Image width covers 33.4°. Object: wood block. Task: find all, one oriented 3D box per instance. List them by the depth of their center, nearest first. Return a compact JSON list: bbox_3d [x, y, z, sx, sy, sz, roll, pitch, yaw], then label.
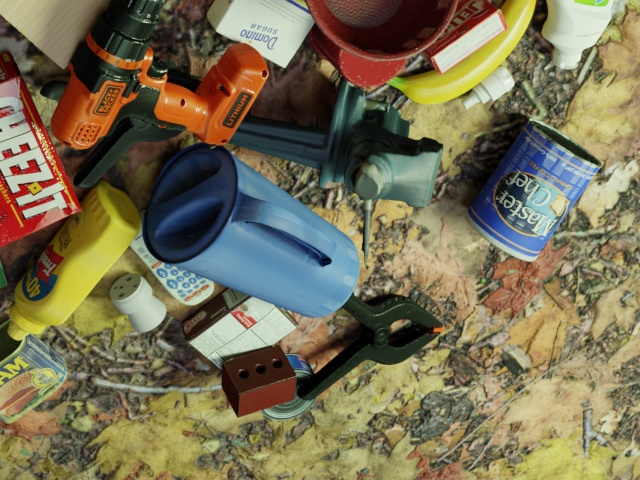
[{"bbox_3d":[-0.195,-0.267,0.955,0.206,0.090,0.090,-42,128,7],"label":"wood block"}]

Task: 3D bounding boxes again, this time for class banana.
[{"bbox_3d":[0.167,-0.207,1.183,0.198,0.037,0.069,-34,130,2],"label":"banana"}]

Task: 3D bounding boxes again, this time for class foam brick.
[{"bbox_3d":[-0.074,0.169,1.284,0.078,0.053,0.051,-16,140,-22],"label":"foam brick"}]

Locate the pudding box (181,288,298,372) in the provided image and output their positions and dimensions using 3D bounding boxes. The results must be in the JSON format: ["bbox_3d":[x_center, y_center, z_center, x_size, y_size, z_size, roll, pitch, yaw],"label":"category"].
[{"bbox_3d":[-0.096,0.103,1.284,0.113,0.039,0.090,-36,132,7],"label":"pudding box"}]

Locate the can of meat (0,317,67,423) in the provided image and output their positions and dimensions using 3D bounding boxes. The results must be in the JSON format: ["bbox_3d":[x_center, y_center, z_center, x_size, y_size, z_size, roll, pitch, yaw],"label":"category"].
[{"bbox_3d":[-0.348,0.148,1.196,0.102,0.057,0.084,-35,132,4],"label":"can of meat"}]

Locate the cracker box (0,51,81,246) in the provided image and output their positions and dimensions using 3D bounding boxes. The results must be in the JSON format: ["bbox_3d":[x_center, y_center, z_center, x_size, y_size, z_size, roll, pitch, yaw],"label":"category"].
[{"bbox_3d":[-0.360,-0.060,1.020,0.213,0.072,0.164,-25,129,-10],"label":"cracker box"}]

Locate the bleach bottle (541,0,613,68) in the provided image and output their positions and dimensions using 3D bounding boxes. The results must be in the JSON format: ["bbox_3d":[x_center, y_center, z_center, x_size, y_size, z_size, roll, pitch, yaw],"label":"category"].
[{"bbox_3d":[0.278,-0.303,1.150,0.102,0.068,0.251,-10,128,-17],"label":"bleach bottle"}]

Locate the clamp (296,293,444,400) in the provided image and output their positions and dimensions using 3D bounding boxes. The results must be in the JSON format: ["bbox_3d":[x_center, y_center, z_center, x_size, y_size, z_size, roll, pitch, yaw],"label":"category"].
[{"bbox_3d":[0.062,0.126,1.355,0.209,0.036,0.165,5,107,-32],"label":"clamp"}]

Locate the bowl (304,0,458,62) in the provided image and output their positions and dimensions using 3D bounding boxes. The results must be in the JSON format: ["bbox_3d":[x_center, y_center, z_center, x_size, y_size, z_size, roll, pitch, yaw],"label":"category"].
[{"bbox_3d":[0.050,-0.249,1.012,0.162,0.055,0.162,-2,95,-18],"label":"bowl"}]

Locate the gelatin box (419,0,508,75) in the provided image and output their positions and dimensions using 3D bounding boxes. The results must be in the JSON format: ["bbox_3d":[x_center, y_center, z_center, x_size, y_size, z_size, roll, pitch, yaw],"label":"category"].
[{"bbox_3d":[0.144,-0.225,1.137,0.089,0.073,0.030,-35,129,3],"label":"gelatin box"}]

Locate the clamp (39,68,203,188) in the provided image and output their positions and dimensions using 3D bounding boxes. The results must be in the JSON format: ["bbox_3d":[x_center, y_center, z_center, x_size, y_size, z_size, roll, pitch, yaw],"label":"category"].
[{"bbox_3d":[-0.195,-0.136,1.078,0.171,0.039,0.120,-30,134,-9],"label":"clamp"}]

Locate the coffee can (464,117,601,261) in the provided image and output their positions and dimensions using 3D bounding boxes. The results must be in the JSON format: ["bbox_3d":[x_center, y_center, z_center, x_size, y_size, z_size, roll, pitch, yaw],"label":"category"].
[{"bbox_3d":[0.253,-0.060,1.278,0.102,0.103,0.140,19,113,-32],"label":"coffee can"}]

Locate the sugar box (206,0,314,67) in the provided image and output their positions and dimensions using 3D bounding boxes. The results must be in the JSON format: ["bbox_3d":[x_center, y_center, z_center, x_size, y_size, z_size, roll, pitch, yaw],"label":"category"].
[{"bbox_3d":[-0.028,-0.268,1.054,0.093,0.048,0.176,24,114,-36],"label":"sugar box"}]

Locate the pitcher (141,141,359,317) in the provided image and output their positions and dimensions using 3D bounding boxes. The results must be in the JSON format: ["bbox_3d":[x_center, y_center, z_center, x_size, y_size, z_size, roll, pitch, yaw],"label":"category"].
[{"bbox_3d":[-0.058,0.001,1.150,0.145,0.149,0.242,-42,139,17],"label":"pitcher"}]

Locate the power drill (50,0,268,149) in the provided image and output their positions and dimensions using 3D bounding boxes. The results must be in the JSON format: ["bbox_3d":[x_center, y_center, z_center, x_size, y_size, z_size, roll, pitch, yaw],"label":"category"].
[{"bbox_3d":[-0.141,-0.159,0.992,0.187,0.057,0.185,3,133,-45],"label":"power drill"}]

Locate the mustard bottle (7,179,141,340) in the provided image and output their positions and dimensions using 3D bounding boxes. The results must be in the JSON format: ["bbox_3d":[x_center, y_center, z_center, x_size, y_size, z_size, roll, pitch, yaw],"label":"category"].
[{"bbox_3d":[-0.268,0.032,1.124,0.058,0.096,0.192,31,107,-35],"label":"mustard bottle"}]

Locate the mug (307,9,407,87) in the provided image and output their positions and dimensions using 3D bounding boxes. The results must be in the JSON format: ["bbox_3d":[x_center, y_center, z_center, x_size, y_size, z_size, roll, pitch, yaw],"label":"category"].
[{"bbox_3d":[0.053,-0.211,1.103,0.117,0.081,0.093,-8,125,-18],"label":"mug"}]

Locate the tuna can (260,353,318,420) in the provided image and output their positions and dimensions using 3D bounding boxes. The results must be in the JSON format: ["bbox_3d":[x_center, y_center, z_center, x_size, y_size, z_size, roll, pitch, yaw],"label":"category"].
[{"bbox_3d":[-0.045,0.188,1.366,0.086,0.034,0.086,-11,126,-16],"label":"tuna can"}]
